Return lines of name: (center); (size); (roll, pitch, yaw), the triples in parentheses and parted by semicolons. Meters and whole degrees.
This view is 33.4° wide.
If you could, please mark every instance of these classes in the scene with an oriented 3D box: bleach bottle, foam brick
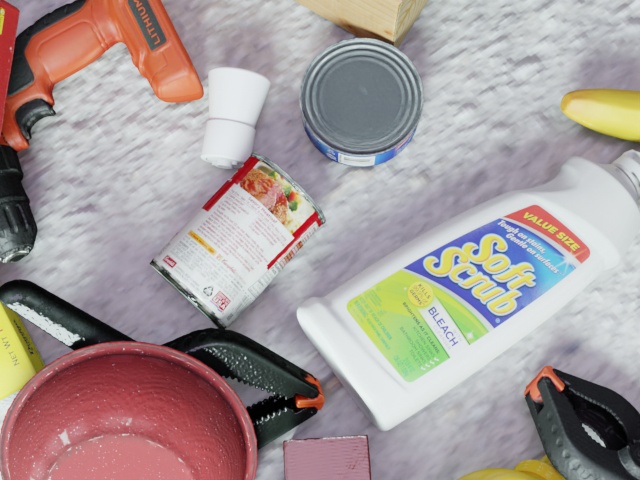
bleach bottle: (0.113, 0.015, 0.707); (0.250, 0.068, 0.102); (-35, 80, -9)
foam brick: (0.005, 0.149, 0.670); (0.053, 0.078, 0.051); (-3, 79, 0)

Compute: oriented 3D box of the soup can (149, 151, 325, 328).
soup can: (-0.055, 0.001, 0.708); (0.068, 0.068, 0.102); (42, 82, 9)

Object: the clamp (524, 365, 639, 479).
clamp: (0.193, 0.152, 0.666); (0.171, 0.039, 0.120); (36, 37, 11)

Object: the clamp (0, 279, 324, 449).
clamp: (-0.104, 0.093, 0.679); (0.210, 0.036, 0.164); (-7, 110, -5)

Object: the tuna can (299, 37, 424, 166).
tuna can: (0.028, -0.095, 0.745); (0.086, 0.034, 0.086); (0, 78, 1)

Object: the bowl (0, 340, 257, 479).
bowl: (-0.118, 0.145, 0.647); (0.162, 0.055, 0.162); (-1, 109, -3)

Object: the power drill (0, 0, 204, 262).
power drill: (-0.180, -0.097, 0.736); (0.187, 0.057, 0.184); (-25, 79, -4)
